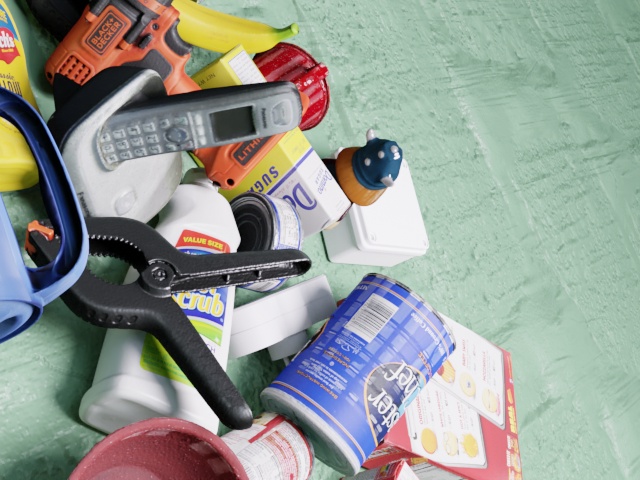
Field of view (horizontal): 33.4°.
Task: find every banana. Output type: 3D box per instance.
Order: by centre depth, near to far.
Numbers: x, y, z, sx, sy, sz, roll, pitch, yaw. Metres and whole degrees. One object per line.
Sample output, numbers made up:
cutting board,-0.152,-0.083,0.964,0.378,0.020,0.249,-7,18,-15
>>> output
banana,-0.121,-0.212,0.972,0.197,0.070,0.037,18,47,-18

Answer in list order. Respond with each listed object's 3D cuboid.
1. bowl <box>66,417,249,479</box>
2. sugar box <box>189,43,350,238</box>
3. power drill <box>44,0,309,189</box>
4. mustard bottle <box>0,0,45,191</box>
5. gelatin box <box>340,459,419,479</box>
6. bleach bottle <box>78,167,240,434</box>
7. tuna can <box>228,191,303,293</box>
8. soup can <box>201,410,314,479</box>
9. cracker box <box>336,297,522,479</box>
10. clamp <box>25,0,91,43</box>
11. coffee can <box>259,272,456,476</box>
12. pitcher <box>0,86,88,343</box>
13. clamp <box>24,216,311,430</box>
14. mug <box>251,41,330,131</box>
bowl,-0.123,0.202,0.731,0.161,0.055,0.162,5,82,-38
sugar box,-0.061,-0.077,0.960,0.176,0.094,0.048,56,38,-11
power drill,-0.101,-0.147,0.866,0.187,0.184,0.057,40,15,-13
mustard bottle,-0.257,-0.133,0.781,0.096,0.058,0.191,0,69,-60
gelatin box,0.066,0.241,0.946,0.089,0.073,0.030,52,39,-16
bleach bottle,-0.117,0.039,0.851,0.102,0.068,0.250,29,45,-28
tuna can,-0.056,0.001,0.926,0.033,0.086,0.086,15,58,-44
soup can,-0.060,0.182,0.830,0.102,0.069,0.068,-23,88,-53
cracker box,0.107,0.157,1.047,0.213,0.072,0.164,29,49,-37
clamp,-0.234,-0.233,0.883,0.120,0.039,0.171,-19,85,-54
coffee can,0.032,0.112,0.901,0.140,0.103,0.102,-48,111,-20
pitcher,-0.259,-0.047,0.665,0.149,0.145,0.243,-2,68,-52
clamp,-0.117,0.043,0.771,0.210,0.036,0.164,18,48,-7
mug,-0.042,-0.134,1.001,0.081,0.117,0.093,-43,108,-47
